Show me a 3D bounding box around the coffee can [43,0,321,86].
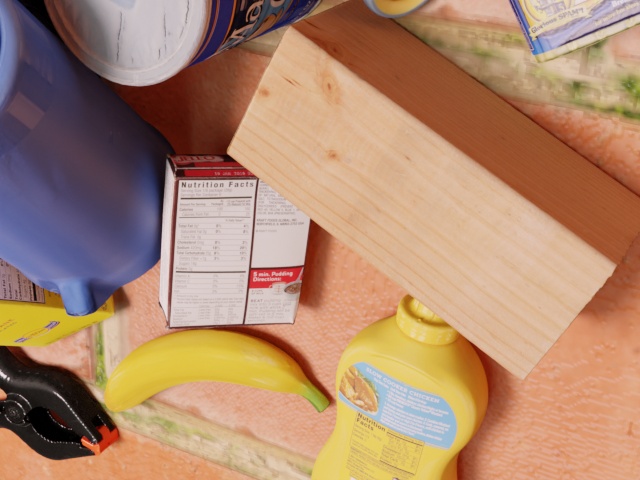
[{"bbox_3d":[-0.067,-0.151,0.579,0.103,0.140,0.103,13,118,25],"label":"coffee can"}]

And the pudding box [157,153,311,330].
[{"bbox_3d":[-0.054,0.001,0.677,0.090,0.039,0.113,0,118,-15],"label":"pudding box"}]

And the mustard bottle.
[{"bbox_3d":[0.054,0.105,0.678,0.096,0.058,0.192,24,122,21],"label":"mustard bottle"}]

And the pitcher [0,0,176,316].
[{"bbox_3d":[-0.174,-0.066,0.616,0.149,0.242,0.145,41,84,17],"label":"pitcher"}]

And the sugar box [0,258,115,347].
[{"bbox_3d":[-0.243,0.042,0.753,0.094,0.175,0.048,-25,71,36],"label":"sugar box"}]

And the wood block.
[{"bbox_3d":[0.064,-0.033,0.589,0.206,0.090,0.090,37,126,10],"label":"wood block"}]

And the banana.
[{"bbox_3d":[-0.090,0.096,0.772,0.198,0.037,0.069,-4,109,32],"label":"banana"}]

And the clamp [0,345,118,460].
[{"bbox_3d":[-0.245,0.123,0.874,0.172,0.039,0.120,12,122,18],"label":"clamp"}]
